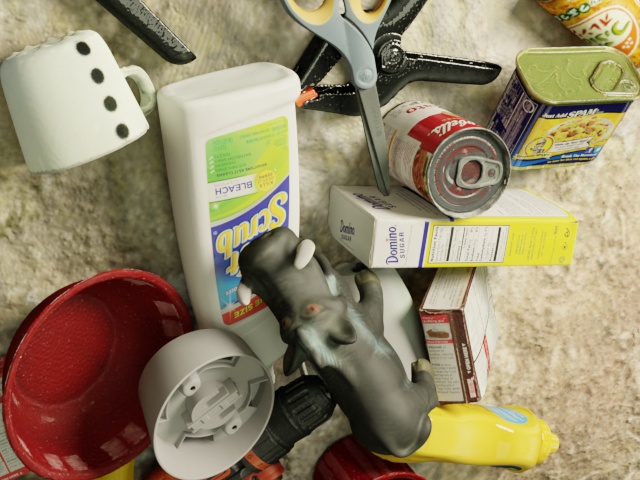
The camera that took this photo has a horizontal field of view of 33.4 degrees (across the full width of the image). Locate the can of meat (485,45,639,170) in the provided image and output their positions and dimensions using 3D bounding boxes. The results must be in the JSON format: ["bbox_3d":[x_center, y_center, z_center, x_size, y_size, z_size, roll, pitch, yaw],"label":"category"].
[{"bbox_3d":[0.189,-0.103,0.841,0.102,0.057,0.084,-5,145,-19],"label":"can of meat"}]

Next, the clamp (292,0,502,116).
[{"bbox_3d":[0.057,-0.138,0.806,0.171,0.039,0.120,-33,113,0],"label":"clamp"}]

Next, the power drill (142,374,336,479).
[{"bbox_3d":[-0.026,0.217,0.834,0.185,0.057,0.187,-35,86,17],"label":"power drill"}]

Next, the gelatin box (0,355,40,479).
[{"bbox_3d":[-0.248,0.138,0.793,0.073,0.030,0.089,-22,115,-11],"label":"gelatin box"}]

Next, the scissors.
[{"bbox_3d":[0.013,-0.126,0.766,0.096,0.016,0.202,-3,110,-18],"label":"scissors"}]

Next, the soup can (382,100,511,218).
[{"bbox_3d":[0.090,-0.064,0.809,0.068,0.102,0.068,-7,111,-19],"label":"soup can"}]

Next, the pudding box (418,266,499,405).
[{"bbox_3d":[0.114,0.065,0.864,0.039,0.113,0.090,-6,115,19],"label":"pudding box"}]

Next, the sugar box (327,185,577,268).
[{"bbox_3d":[0.102,-0.012,0.839,0.176,0.093,0.048,-3,109,-20],"label":"sugar box"}]

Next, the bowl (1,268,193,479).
[{"bbox_3d":[-0.170,0.090,0.773,0.161,0.055,0.162,-22,123,-40],"label":"bowl"}]

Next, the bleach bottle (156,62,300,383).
[{"bbox_3d":[-0.055,0.001,0.801,0.102,0.068,0.251,-18,118,-23],"label":"bleach bottle"}]

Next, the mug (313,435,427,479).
[{"bbox_3d":[0.040,0.229,0.908,0.093,0.082,0.117,10,105,-24],"label":"mug"}]

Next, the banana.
[{"bbox_3d":[-0.146,0.214,0.815,0.037,0.070,0.198,12,66,-58],"label":"banana"}]

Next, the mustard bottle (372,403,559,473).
[{"bbox_3d":[0.130,0.165,0.909,0.191,0.096,0.058,12,85,-32],"label":"mustard bottle"}]
